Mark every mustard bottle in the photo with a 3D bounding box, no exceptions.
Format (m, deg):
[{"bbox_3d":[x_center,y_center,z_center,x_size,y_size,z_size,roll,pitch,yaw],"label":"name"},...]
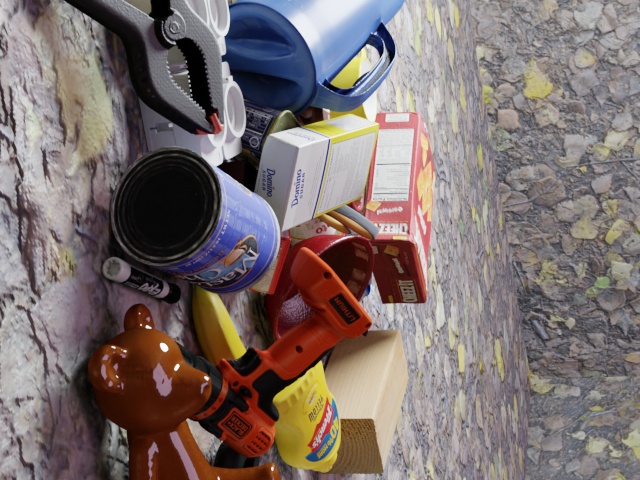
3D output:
[{"bbox_3d":[-0.018,0.211,1.246,0.096,0.058,0.191,-58,145,-35],"label":"mustard bottle"}]

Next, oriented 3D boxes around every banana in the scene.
[{"bbox_3d":[-0.089,0.111,1.081,0.069,0.037,0.198,-77,156,-42],"label":"banana"}]

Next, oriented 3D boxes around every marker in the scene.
[{"bbox_3d":[-0.151,0.036,0.924,0.121,0.020,0.020,38,50,-67],"label":"marker"}]

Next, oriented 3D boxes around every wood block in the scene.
[{"bbox_3d":[0.053,0.212,1.430,0.206,0.091,0.090,-65,147,-59],"label":"wood block"}]

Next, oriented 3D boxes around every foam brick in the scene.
[{"bbox_3d":[-0.091,-0.036,1.086,0.053,0.051,0.078,47,42,-63],"label":"foam brick"}]

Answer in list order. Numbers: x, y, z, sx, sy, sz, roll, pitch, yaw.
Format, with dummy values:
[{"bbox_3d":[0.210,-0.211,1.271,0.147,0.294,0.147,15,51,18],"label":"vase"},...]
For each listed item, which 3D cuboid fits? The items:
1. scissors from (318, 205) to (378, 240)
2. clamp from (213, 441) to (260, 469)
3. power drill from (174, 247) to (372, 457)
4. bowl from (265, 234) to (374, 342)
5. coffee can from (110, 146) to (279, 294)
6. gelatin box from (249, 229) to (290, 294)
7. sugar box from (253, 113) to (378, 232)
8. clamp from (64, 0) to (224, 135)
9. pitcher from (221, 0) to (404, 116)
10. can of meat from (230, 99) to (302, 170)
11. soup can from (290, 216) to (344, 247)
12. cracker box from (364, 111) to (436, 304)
[{"bbox_3d":[-0.023,-0.056,1.228,0.016,0.201,0.096,-60,-172,-12],"label":"scissors"},{"bbox_3d":[-0.091,0.259,1.037,0.171,0.039,0.120,-53,147,-61],"label":"clamp"},{"bbox_3d":[-0.054,0.097,0.981,0.057,0.187,0.184,42,-5,45],"label":"power drill"},{"bbox_3d":[-0.012,0.050,1.242,0.161,0.055,0.162,-35,146,-29],"label":"bowl"},{"bbox_3d":[-0.107,-0.014,0.942,0.140,0.103,0.103,35,52,-68],"label":"coffee can"},{"bbox_3d":[-0.057,0.001,1.139,0.089,0.030,0.073,-101,-154,-55],"label":"gelatin box"},{"bbox_3d":[-0.005,-0.074,1.108,0.175,0.048,0.093,-21,129,-56],"label":"sugar box"},{"bbox_3d":[-0.141,-0.174,0.879,0.164,0.036,0.210,-40,121,-39],"label":"clamp"},{"bbox_3d":[0.005,-0.238,1.170,0.242,0.145,0.149,-46,120,-41],"label":"pitcher"},{"bbox_3d":[-0.067,-0.107,1.108,0.057,0.084,0.102,-65,157,-9],"label":"can of meat"},{"bbox_3d":[-0.007,-0.011,1.330,0.068,0.069,0.102,-77,155,-45],"label":"soup can"},{"bbox_3d":[0.112,-0.044,1.461,0.164,0.072,0.213,69,24,-55],"label":"cracker box"}]
